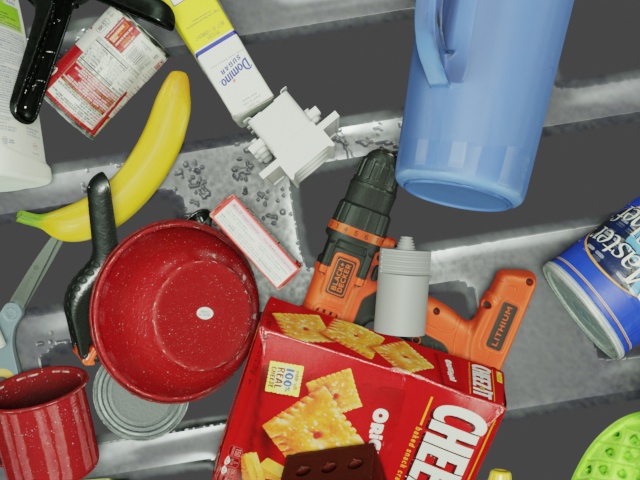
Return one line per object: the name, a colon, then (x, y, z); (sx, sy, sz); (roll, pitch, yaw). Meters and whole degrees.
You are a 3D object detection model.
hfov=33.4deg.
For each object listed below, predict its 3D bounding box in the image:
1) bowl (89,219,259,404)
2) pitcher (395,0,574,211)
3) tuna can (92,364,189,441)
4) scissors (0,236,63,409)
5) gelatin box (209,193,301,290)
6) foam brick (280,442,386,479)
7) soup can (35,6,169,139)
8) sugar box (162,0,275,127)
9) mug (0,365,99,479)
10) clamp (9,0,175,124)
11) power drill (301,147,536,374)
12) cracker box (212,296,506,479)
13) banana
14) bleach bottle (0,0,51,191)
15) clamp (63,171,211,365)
bowl: (-0.111, 0.062, 0.907); (0.161, 0.055, 0.162); (0, 91, -32)
pitcher: (0.130, -0.155, 0.876); (0.149, 0.145, 0.243); (13, 82, -8)
tuna can: (-0.158, 0.134, 0.955); (0.086, 0.034, 0.086); (0, 91, 0)
scissors: (-0.269, 0.084, 0.963); (0.202, 0.016, 0.096); (-43, 91, 1)
gelatin box: (-0.056, 0.001, 0.933); (0.030, 0.073, 0.089); (-43, 91, 0)
foam brick: (0.012, 0.204, 0.865); (0.078, 0.053, 0.051); (-11, 111, 11)
soup can: (-0.190, -0.148, 0.932); (0.068, 0.068, 0.102); (43, 90, -1)
sugar box: (-0.100, -0.184, 0.919); (0.048, 0.093, 0.176); (-29, 91, 1)
mug: (-0.251, 0.166, 0.924); (0.117, 0.093, 0.081); (-10, 106, -2)
clamp: (-0.219, -0.207, 0.904); (0.165, 0.036, 0.210); (-35, 60, 14)
power drill: (0.090, 0.030, 0.944); (0.187, 0.057, 0.184); (21, 95, 2)
cracker box: (0.030, 0.161, 0.913); (0.213, 0.072, 0.164); (19, 113, 0)
banana: (-0.174, -0.061, 0.943); (0.198, 0.037, 0.069); (-43, 115, -3)
bleach bottle: (-0.290, -0.173, 0.925); (0.068, 0.102, 0.251); (-7, 85, 15)
clamp: (-0.167, 0.030, 0.942); (0.120, 0.039, 0.171); (12, 106, -28)
